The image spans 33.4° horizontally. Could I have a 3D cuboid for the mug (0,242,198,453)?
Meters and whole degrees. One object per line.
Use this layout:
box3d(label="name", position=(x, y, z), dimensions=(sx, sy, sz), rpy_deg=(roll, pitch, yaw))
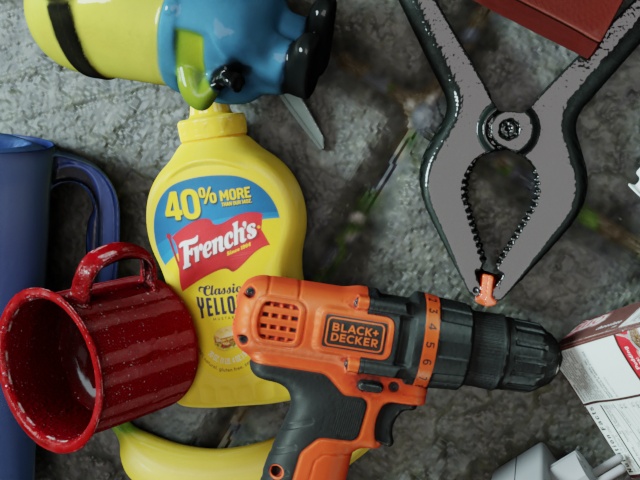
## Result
box3d(label="mug", position=(-0.122, 0.055, 0.609), dimensions=(0.093, 0.081, 0.117), rpy_deg=(26, 114, 34))

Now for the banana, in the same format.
box3d(label="banana", position=(-0.045, 0.131, 0.665), dimensions=(0.198, 0.037, 0.069), rpy_deg=(-6, 96, 13))

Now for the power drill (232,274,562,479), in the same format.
box3d(label="power drill", position=(0.032, 0.119, 0.595), dimensions=(0.184, 0.057, 0.187), rpy_deg=(9, 90, -1))

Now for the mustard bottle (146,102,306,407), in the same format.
box3d(label="mustard bottle", position=(-0.054, 0.001, 0.641), dimensions=(0.096, 0.058, 0.191), rpy_deg=(-6, 95, 18))

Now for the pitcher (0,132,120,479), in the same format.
box3d(label="pitcher", position=(-0.220, 0.053, 0.655), dimensions=(0.149, 0.144, 0.243), rpy_deg=(9, 102, 28))

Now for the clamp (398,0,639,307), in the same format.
box3d(label="clamp", position=(0.118, -0.067, 0.606), dimensions=(0.165, 0.036, 0.210), rpy_deg=(1, 93, 13))
